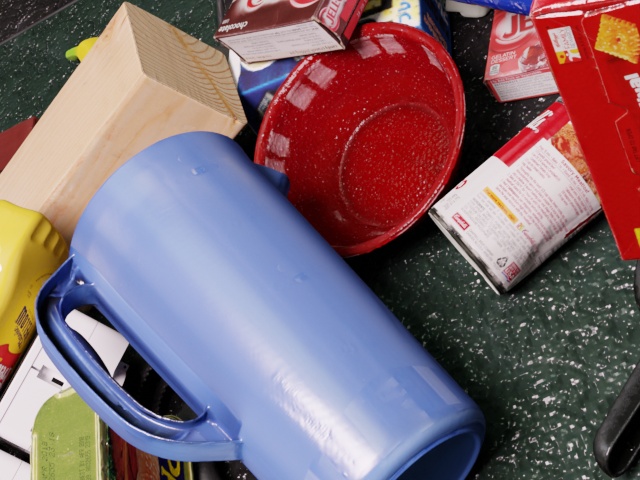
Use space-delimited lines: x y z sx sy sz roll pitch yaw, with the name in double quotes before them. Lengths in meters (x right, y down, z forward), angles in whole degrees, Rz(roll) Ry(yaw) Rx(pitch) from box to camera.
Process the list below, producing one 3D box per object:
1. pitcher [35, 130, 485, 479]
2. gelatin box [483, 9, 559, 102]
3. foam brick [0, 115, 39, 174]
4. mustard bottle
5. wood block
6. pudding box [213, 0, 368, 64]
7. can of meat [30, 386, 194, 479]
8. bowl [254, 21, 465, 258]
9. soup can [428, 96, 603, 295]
"pitcher" -0.034 0.061 0.597 0.243 0.144 0.149 44 101 30
"gelatin box" 0.156 -0.134 0.705 0.089 0.030 0.073 -6 55 31
"foam brick" -0.264 -0.061 0.930 0.078 0.053 0.051 -23 49 18
"mustard bottle" -0.226 0.074 0.678 0.058 0.096 0.191 20 61 5
"wood block" -0.156 -0.055 0.779 0.206 0.090 0.091 -47 40 25
"pudding box" -0.012 -0.171 0.735 0.114 0.039 0.090 1 59 50
"can of meat" -0.119 0.140 0.613 0.058 0.083 0.102 -24 56 21
"bowl" 0.035 -0.059 0.703 0.162 0.055 0.162 -13 67 33
"soup can" 0.123 -0.025 0.623 0.102 0.068 0.069 -41 45 4
